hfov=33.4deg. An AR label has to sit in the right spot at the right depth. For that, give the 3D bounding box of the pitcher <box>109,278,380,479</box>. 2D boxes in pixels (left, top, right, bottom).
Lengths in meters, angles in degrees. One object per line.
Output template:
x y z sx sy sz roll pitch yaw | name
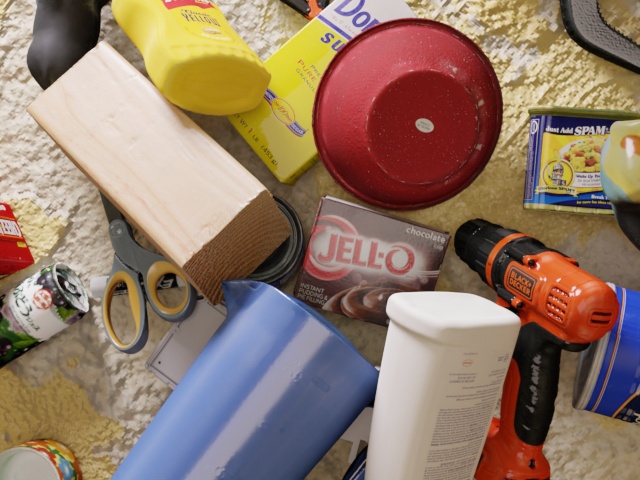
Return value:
-0.061 0.163 0.816 0.149 0.145 0.243 34 83 36 | pitcher

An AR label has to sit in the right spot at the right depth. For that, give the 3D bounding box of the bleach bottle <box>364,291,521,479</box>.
0.072 0.165 0.793 0.068 0.102 0.251 28 110 48 | bleach bottle

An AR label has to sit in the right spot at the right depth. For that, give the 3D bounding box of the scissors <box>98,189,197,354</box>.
-0.153 -0.004 0.912 0.096 0.016 0.202 -12 71 18 | scissors

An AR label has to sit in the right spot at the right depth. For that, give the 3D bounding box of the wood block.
-0.131 -0.056 0.867 0.090 0.090 0.206 -44 65 -7 | wood block

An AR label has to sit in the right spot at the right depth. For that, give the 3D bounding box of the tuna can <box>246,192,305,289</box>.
-0.056 0.001 0.907 0.086 0.034 0.086 0 77 1 | tuna can

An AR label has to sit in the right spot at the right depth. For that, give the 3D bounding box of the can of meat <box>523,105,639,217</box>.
0.216 -0.062 0.862 0.102 0.057 0.084 5 91 9 | can of meat

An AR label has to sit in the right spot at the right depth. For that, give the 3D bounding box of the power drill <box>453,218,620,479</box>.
0.145 0.088 0.838 0.057 0.185 0.188 3 107 -24 | power drill

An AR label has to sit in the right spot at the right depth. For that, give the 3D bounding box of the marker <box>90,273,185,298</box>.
-0.142 0.035 0.937 0.121 0.020 0.020 -7 88 9 | marker

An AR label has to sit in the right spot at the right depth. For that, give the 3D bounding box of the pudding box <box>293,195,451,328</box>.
0.042 0.020 0.887 0.113 0.039 0.090 16 99 0 | pudding box

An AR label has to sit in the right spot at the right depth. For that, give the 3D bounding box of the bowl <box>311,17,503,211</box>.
0.076 -0.095 0.857 0.162 0.055 0.162 -2 106 -7 | bowl

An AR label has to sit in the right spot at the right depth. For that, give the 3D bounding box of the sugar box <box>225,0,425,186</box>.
0.009 -0.137 0.903 0.176 0.048 0.093 -41 83 8 | sugar box

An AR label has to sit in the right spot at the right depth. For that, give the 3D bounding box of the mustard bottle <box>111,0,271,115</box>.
-0.121 -0.181 0.891 0.192 0.096 0.058 55 131 38 | mustard bottle
